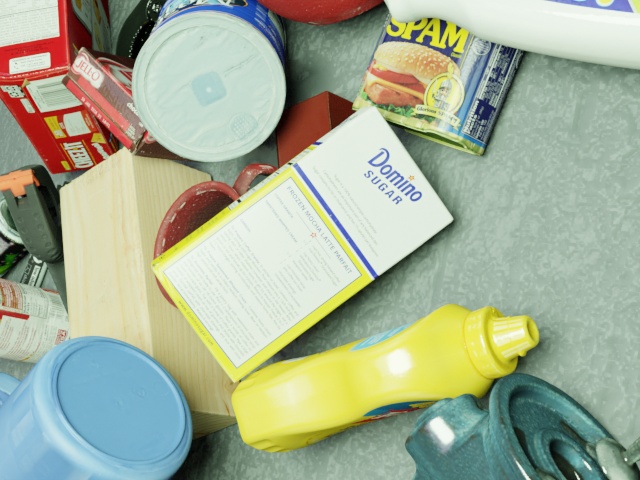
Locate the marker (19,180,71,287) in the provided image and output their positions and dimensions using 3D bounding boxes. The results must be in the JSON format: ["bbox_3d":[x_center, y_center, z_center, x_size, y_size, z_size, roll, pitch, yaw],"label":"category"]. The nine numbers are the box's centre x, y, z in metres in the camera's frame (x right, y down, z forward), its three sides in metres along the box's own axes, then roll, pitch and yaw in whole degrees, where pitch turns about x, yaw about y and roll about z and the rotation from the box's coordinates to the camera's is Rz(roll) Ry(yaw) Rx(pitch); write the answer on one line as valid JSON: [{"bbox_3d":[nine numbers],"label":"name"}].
[{"bbox_3d":[-0.251,0.003,0.977,0.020,0.020,0.121,23,92,42],"label":"marker"}]

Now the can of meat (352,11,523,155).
[{"bbox_3d":[0.078,-0.111,0.708,0.102,0.057,0.084,25,95,42],"label":"can of meat"}]

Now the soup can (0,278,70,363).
[{"bbox_3d":[-0.270,0.068,0.917,0.069,0.102,0.068,-13,69,37],"label":"soup can"}]

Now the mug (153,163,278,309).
[{"bbox_3d":[-0.055,0.001,0.769,0.093,0.081,0.117,23,92,42],"label":"mug"}]

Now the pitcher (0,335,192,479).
[{"bbox_3d":[-0.193,0.164,0.711,0.243,0.149,0.145,-49,23,33],"label":"pitcher"}]

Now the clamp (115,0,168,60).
[{"bbox_3d":[-0.120,-0.197,0.914,0.165,0.036,0.210,22,94,40],"label":"clamp"}]

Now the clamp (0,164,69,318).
[{"bbox_3d":[-0.223,-0.017,0.882,0.039,0.171,0.120,-18,55,-6],"label":"clamp"}]

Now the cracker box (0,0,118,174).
[{"bbox_3d":[-0.230,-0.189,0.918,0.072,0.164,0.214,-9,67,0],"label":"cracker box"}]

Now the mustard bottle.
[{"bbox_3d":[0.045,0.080,0.651,0.192,0.096,0.058,-23,77,33],"label":"mustard bottle"}]

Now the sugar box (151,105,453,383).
[{"bbox_3d":[-0.013,0.001,0.689,0.176,0.093,0.048,-36,9,-5],"label":"sugar box"}]

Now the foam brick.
[{"bbox_3d":[0.004,-0.057,0.756,0.051,0.052,0.078,-20,64,35],"label":"foam brick"}]

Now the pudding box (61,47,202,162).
[{"bbox_3d":[-0.133,-0.103,0.832,0.090,0.113,0.039,45,107,18],"label":"pudding box"}]

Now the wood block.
[{"bbox_3d":[-0.132,0.046,0.815,0.090,0.090,0.206,-27,61,33],"label":"wood block"}]

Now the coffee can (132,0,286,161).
[{"bbox_3d":[-0.076,-0.128,0.772,0.103,0.102,0.140,-49,17,18],"label":"coffee can"}]
